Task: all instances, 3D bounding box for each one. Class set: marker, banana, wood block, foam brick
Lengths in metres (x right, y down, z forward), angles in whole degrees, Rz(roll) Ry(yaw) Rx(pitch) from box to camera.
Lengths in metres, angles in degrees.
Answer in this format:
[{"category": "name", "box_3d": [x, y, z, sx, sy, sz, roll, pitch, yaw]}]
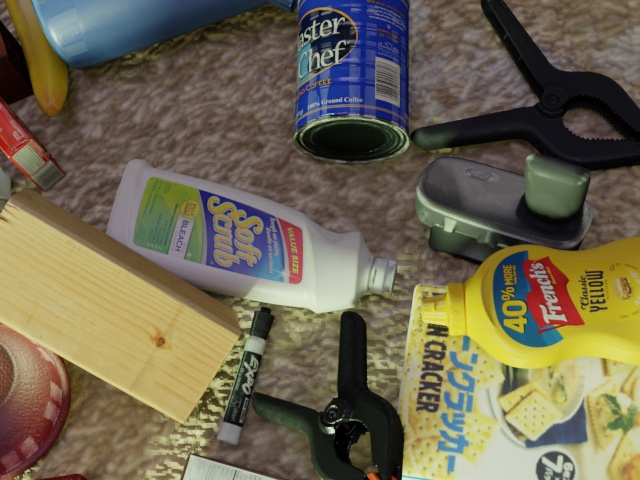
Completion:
[{"category": "marker", "box_3d": [-0.063, 0.115, 0.918, 0.020, 0.020, 0.121, 12, 73, 12]}, {"category": "banana", "box_3d": [-0.280, -0.201, 1.031, 0.037, 0.069, 0.198, -26, 79, 15]}, {"category": "wood block", "box_3d": [-0.177, 0.051, 0.865, 0.206, 0.090, 0.091, 32, 93, -11]}, {"category": "foam brick", "box_3d": [-0.313, -0.169, 1.019, 0.051, 0.078, 0.053, -23, 72, -1]}]

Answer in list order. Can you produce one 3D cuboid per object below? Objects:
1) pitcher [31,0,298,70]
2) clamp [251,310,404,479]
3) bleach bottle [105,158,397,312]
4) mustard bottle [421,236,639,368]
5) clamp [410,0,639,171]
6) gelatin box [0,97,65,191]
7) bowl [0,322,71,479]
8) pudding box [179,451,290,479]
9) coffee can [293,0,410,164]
[{"category": "pitcher", "box_3d": [-0.148, -0.262, 1.002, 0.243, 0.145, 0.149, -21, 38, 4]}, {"category": "clamp", "box_3d": [0.009, 0.146, 0.853, 0.120, 0.039, 0.171, -41, 40, 16]}, {"category": "bleach bottle", "box_3d": [-0.056, 0.001, 0.934, 0.251, 0.068, 0.102, 11, 74, 9]}, {"category": "mustard bottle", "box_3d": [0.173, 0.049, 0.817, 0.191, 0.058, 0.096, -3, 66, 7]}, {"category": "clamp", "box_3d": [0.203, -0.128, 0.952, 0.210, 0.036, 0.164, 18, 75, 11]}, {"category": "gelatin box", "box_3d": [-0.279, -0.093, 0.982, 0.030, 0.089, 0.073, -40, 71, -6]}, {"category": "bowl", "box_3d": [-0.296, 0.129, 0.898, 0.162, 0.162, 0.055, -41, 34, -7]}, {"category": "pudding box", "box_3d": [-0.067, 0.231, 0.871, 0.113, 0.039, 0.090, 14, 74, 11]}, {"category": "coffee can", "box_3d": [0.029, -0.152, 0.950, 0.103, 0.103, 0.140, -1, 72, 8]}]
